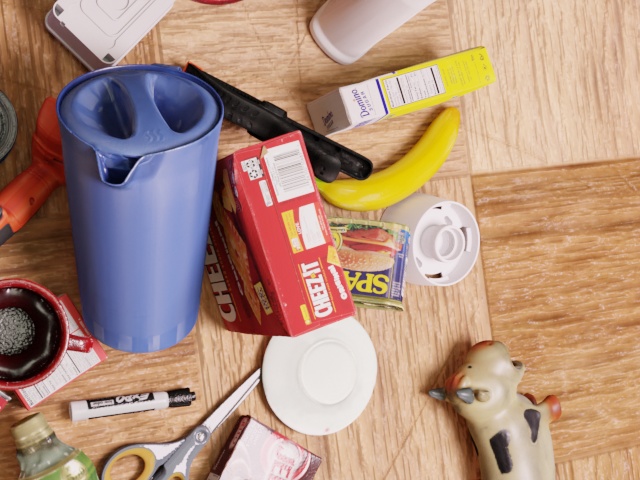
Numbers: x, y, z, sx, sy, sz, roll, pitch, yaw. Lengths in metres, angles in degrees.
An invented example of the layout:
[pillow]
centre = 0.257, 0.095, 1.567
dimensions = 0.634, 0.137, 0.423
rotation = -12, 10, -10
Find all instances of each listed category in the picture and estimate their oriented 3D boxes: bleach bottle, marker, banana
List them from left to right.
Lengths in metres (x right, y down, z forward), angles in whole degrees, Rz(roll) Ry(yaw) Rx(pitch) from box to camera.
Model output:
[marker]
centre = -0.178, 0.156, 1.021
dimensions = 0.121, 0.020, 0.020
rotation = -4, 88, -22
[banana]
centre = 0.079, -0.078, 1.129
dimensions = 0.197, 0.037, 0.069
rotation = -26, 96, -21
[bleach bottle]
centre = 0.079, -0.244, 1.025
dimensions = 0.068, 0.251, 0.102
rotation = 45, 72, -13

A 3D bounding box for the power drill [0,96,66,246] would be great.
[power drill]
centre = -0.274, -0.035, 0.918
dimensions = 0.057, 0.185, 0.187
rotation = 38, 66, 0

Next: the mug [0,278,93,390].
[mug]
centre = -0.257, 0.082, 0.927
dimensions = 0.117, 0.082, 0.093
rotation = 8, 84, -18

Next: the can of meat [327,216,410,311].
[can of meat]
centre = 0.039, 0.023, 1.081
dimensions = 0.102, 0.057, 0.084
rotation = 6, 80, 10

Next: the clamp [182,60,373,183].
[clamp]
centre = -0.049, -0.111, 1.026
dimensions = 0.210, 0.164, 0.036
rotation = 30, 99, 3

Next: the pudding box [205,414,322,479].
[pudding box]
centre = -0.063, 0.241, 1.050
dimensions = 0.090, 0.039, 0.113
rotation = 33, 76, -18

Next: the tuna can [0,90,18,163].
[tuna can]
centre = -0.321, -0.104, 0.974
dimensions = 0.086, 0.034, 0.086
rotation = 2, 86, -22

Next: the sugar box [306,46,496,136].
[sugar box]
centre = 0.084, -0.153, 1.106
dimensions = 0.176, 0.093, 0.048
rotation = -22, 94, -21

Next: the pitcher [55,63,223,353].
[pitcher]
centre = -0.154, -0.027, 0.935
dimensions = 0.149, 0.145, 0.243
rotation = -23, 139, -33

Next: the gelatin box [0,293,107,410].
[gelatin box]
centre = -0.255, 0.102, 0.988
dimensions = 0.089, 0.030, 0.073
rotation = -34, 99, -17

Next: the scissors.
[scissors]
centre = -0.137, 0.187, 1.037
dimensions = 0.096, 0.016, 0.201
rotation = 34, 74, -16

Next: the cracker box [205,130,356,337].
[cracker box]
centre = -0.056, 0.001, 0.975
dimensions = 0.072, 0.214, 0.164
rotation = -19, 93, -20
